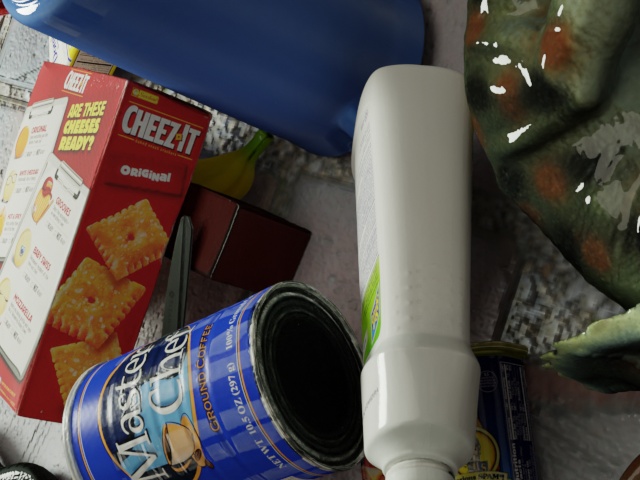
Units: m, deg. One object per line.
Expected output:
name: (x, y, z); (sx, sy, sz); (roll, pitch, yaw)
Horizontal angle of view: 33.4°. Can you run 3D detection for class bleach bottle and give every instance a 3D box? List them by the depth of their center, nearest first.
bleach bottle: (0.048, 0.027, 0.545); (0.068, 0.103, 0.250); (4, 51, -1)

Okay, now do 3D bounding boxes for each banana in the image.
banana: (-0.110, -0.061, 0.788); (0.198, 0.037, 0.069); (17, 81, 40)

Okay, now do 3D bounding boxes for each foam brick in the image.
foam brick: (-0.055, 0.001, 0.700); (0.053, 0.078, 0.051); (24, 92, 37)

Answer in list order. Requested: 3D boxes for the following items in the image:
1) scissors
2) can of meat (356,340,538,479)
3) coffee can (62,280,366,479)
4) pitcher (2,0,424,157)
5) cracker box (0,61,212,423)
scissors: (-0.084, 0.095, 0.670); (0.096, 0.016, 0.202); (32, 111, 27)
can of meat: (0.068, 0.106, 0.590); (0.102, 0.057, 0.084); (-16, 71, 34)
coffee can: (-0.056, 0.094, 0.582); (0.141, 0.102, 0.103); (-25, 64, 30)
pitcher: (-0.065, -0.150, 0.643); (0.149, 0.242, 0.145); (11, 87, 46)
cracker box: (-0.165, -0.003, 0.715); (0.164, 0.072, 0.214); (22, 93, 55)
